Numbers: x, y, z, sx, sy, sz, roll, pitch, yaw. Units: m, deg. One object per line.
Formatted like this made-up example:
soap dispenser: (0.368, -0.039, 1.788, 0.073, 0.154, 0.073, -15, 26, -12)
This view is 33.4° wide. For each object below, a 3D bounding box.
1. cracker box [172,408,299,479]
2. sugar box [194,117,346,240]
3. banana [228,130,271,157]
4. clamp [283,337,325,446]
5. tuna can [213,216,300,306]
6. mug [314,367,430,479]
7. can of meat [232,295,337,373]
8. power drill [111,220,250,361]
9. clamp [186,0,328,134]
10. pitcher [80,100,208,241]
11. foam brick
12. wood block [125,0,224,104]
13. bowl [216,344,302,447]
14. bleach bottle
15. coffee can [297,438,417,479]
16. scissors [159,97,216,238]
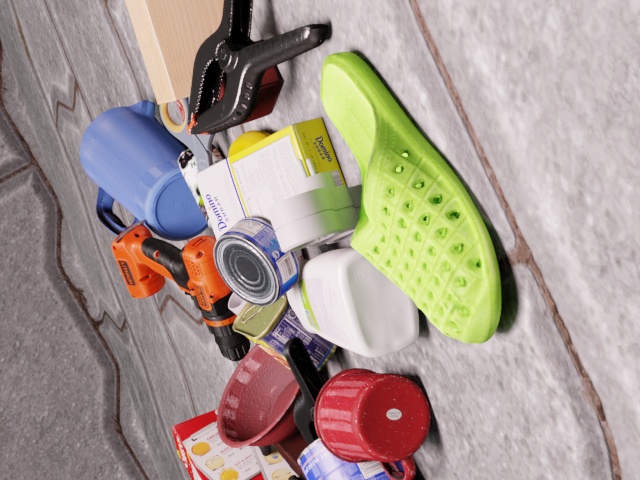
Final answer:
cracker box: (-0.073, 0.296, 1.366, 0.214, 0.164, 0.072, 46, 149, 49)
sugar box: (-0.050, -0.050, 1.056, 0.177, 0.048, 0.093, -19, 90, 52)
banana: (-0.069, -0.087, 1.166, 0.198, 0.037, 0.069, 20, 126, 66)
clamp: (0.017, 0.183, 1.147, 0.120, 0.039, 0.171, 27, 144, 28)
tuna can: (-0.063, 0.022, 1.048, 0.086, 0.033, 0.086, 25, 136, 27)
mug: (0.056, 0.178, 1.012, 0.117, 0.093, 0.082, 67, 157, -3)
can of meat: (-0.039, 0.104, 1.193, 0.084, 0.057, 0.102, 39, 168, -20)
power drill: (-0.173, 0.059, 1.356, 0.188, 0.057, 0.184, 17, 133, 38)
clamp: (-0.079, -0.185, 1.006, 0.210, 0.036, 0.164, -49, 56, 42)
pitcher: (-0.240, -0.082, 1.494, 0.243, 0.144, 0.149, 39, 150, 52)
foam brick: (-0.077, -0.160, 1.093, 0.051, 0.053, 0.078, 65, 160, 14)
wood block: (-0.158, -0.260, 1.153, 0.090, 0.090, 0.206, 12, 120, 69)
bowl: (-0.052, 0.187, 1.281, 0.055, 0.162, 0.162, 36, 176, -26)
bleach bottle: (0.015, 0.049, 1.038, 0.251, 0.068, 0.102, -173, 69, -72)
coffee can: (0.052, 0.263, 1.082, 0.140, 0.102, 0.103, 61, 159, 25)
scissors: (-0.155, -0.100, 1.292, 0.096, 0.016, 0.202, 9, 101, 29)
